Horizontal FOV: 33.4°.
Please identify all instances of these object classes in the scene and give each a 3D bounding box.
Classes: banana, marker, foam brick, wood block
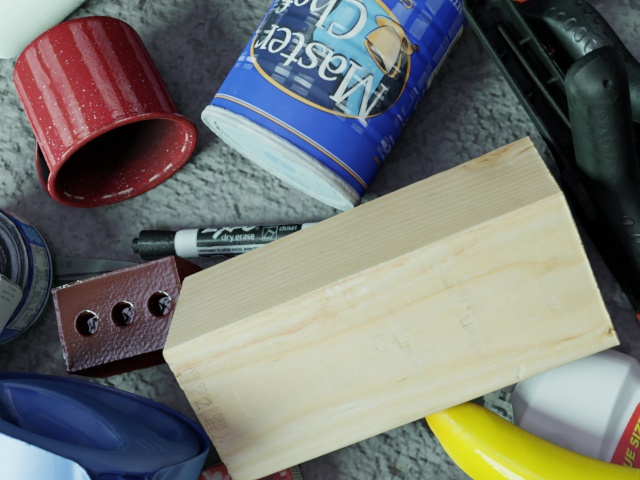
[{"bbox_3d":[0.144,0.113,0.515,0.198,0.037,0.069,1,56,19],"label":"banana"},{"bbox_3d":[-0.054,0.001,0.640,0.121,0.020,0.020,-2,78,10],"label":"marker"},{"bbox_3d":[-0.107,0.046,0.623,0.078,0.051,0.053,-16,76,7],"label":"foam brick"},{"bbox_3d":[0.034,0.036,0.557,0.206,0.091,0.090,-22,110,10],"label":"wood block"}]

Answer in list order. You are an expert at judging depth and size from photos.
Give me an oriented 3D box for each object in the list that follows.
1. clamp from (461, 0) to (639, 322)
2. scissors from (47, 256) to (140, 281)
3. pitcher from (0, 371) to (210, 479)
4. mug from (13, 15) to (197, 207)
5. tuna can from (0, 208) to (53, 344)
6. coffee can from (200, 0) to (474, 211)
[{"bbox_3d":[0.140,-0.039,0.553,0.036,0.210,0.164,-30,33,4],"label":"clamp"},{"bbox_3d":[-0.211,0.035,0.664,0.202,0.016,0.096,15,83,13],"label":"scissors"},{"bbox_3d":[-0.154,0.195,0.557,0.145,0.149,0.243,17,95,13],"label":"pitcher"},{"bbox_3d":[-0.138,-0.072,0.642,0.117,0.093,0.081,-44,65,37],"label":"mug"},{"bbox_3d":[-0.207,0.020,0.638,0.086,0.033,0.086,-2,81,10],"label":"tuna can"},{"bbox_3d":[0.012,-0.101,0.605,0.103,0.102,0.140,30,85,15],"label":"coffee can"}]
